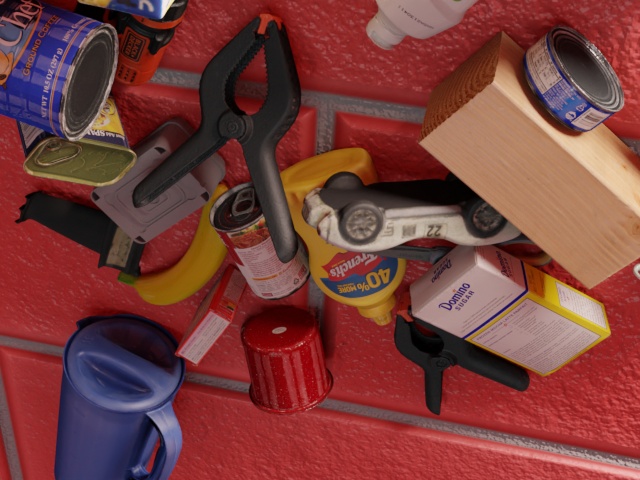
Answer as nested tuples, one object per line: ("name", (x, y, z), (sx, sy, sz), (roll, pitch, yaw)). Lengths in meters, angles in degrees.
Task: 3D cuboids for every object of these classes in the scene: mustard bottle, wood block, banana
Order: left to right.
("banana", (-0.138, 0.017, 1.108), (0.069, 0.037, 0.198), (39, 127, -16))
("mustard bottle", (0.031, 0.007, 1.036), (0.096, 0.058, 0.191), (-17, 122, 11))
("wood block", (0.193, -0.067, 0.913), (0.206, 0.090, 0.091), (38, 128, -15))

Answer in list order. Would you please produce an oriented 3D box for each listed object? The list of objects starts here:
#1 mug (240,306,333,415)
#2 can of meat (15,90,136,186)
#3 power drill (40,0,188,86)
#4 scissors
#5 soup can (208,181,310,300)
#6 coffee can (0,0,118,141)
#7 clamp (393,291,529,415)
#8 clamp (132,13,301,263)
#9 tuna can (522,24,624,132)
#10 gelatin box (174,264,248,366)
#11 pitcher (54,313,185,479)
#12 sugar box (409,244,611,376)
("mug", (-0.045, 0.120, 1.139), (0.117, 0.093, 0.081), (27, 136, 44))
("can of meat", (-0.228, -0.103, 0.977), (0.101, 0.084, 0.058), (8, 141, -45))
("power drill", (-0.201, -0.227, 0.898), (0.187, 0.057, 0.185), (31, 144, -6))
("scissors", (0.122, 0.028, 1.024), (0.201, 0.016, 0.096), (-4, 136, 0))
("soup can", (-0.057, 0.001, 1.045), (0.069, 0.068, 0.102), (-9, 132, 22))
("coffee can", (-0.254, -0.154, 0.891), (0.140, 0.102, 0.103), (20, 130, 5))
("clamp", (0.139, 0.116, 1.105), (0.120, 0.039, 0.171), (-18, 129, 20))
("clamp", (-0.063, -0.091, 0.940), (0.165, 0.036, 0.210), (27, 103, 13))
("tuna can", (0.204, -0.130, 0.862), (0.086, 0.086, 0.034), (38, 129, -15))
("gelatin box", (-0.113, 0.080, 1.126), (0.030, 0.073, 0.089), (31, 129, -9))
("pitcher", (-0.236, 0.215, 1.228), (0.145, 0.149, 0.243), (13, 134, -9))
("sugar box", (0.182, 0.066, 1.023), (0.176, 0.048, 0.093), (28, 130, -25))
